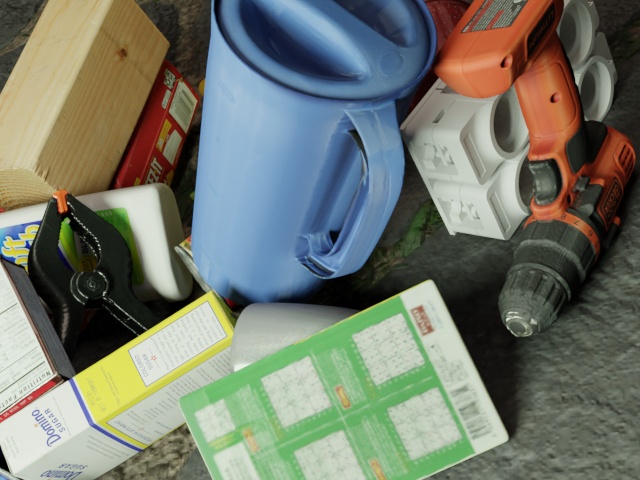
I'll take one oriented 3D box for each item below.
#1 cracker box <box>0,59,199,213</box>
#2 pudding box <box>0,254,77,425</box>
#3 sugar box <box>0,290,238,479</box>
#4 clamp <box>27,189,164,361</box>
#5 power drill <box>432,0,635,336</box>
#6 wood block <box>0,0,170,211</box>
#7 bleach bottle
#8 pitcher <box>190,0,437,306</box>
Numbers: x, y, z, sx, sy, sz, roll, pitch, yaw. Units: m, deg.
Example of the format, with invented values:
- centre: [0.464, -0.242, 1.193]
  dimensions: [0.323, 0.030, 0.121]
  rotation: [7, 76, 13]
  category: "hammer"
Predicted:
- centre: [-0.242, -0.085, 1.067]
  dimensions: [0.214, 0.072, 0.164]
  rotation: [-7, 52, 29]
  category: "cracker box"
- centre: [-0.234, 0.080, 0.759]
  dimensions: [0.090, 0.039, 0.113]
  rotation: [-34, 66, 2]
  category: "pudding box"
- centre: [-0.129, 0.110, 0.750]
  dimensions: [0.176, 0.093, 0.048]
  rotation: [-30, 64, 0]
  category: "sugar box"
- centre: [-0.181, 0.047, 0.806]
  dimensions: [0.120, 0.171, 0.039]
  rotation: [-24, -14, -33]
  category: "clamp"
- centre: [0.136, -0.057, 0.681]
  dimensions: [0.057, 0.187, 0.184]
  rotation: [0, 43, 37]
  category: "power drill"
- centre: [-0.226, -0.122, 0.968]
  dimensions: [0.090, 0.090, 0.206]
  rotation: [-1, 57, 32]
  category: "wood block"
- centre: [-0.240, 0.023, 0.890]
  dimensions: [0.251, 0.102, 0.068]
  rotation: [-12, 0, 7]
  category: "bleach bottle"
- centre: [-0.016, -0.052, 0.695]
  dimensions: [0.145, 0.243, 0.149]
  rotation: [23, 51, 4]
  category: "pitcher"
